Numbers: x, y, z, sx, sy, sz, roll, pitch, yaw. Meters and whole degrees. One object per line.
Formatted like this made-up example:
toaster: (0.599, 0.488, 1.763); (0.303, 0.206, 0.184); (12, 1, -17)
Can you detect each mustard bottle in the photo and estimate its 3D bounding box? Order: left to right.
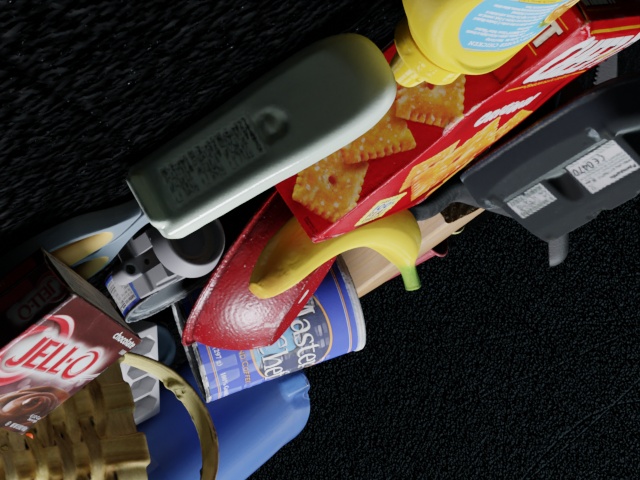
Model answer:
mustard bottle: (0.092, -0.127, 0.483); (0.096, 0.058, 0.192); (-17, 165, -40)

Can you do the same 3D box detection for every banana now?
banana: (0.020, 0.001, 0.725); (0.037, 0.069, 0.197); (-10, 174, 37)

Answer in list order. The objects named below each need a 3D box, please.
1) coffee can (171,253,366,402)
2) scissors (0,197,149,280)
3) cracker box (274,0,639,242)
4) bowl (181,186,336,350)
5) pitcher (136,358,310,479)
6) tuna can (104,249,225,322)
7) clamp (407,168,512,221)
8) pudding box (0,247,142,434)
coffee can: (-0.046, 0.065, 0.898); (0.140, 0.103, 0.103); (-18, 170, -12)
scissors: (-0.097, -0.014, 0.610); (0.201, 0.016, 0.096); (-28, 169, -25)
cracker box: (0.089, -0.094, 0.655); (0.214, 0.072, 0.163); (-37, 172, 33)
bowl: (-0.032, 0.024, 0.774); (0.162, 0.055, 0.162); (-54, 174, -9)
pitcher: (-0.130, 0.191, 1.001); (0.242, 0.145, 0.149); (-36, 149, -54)
tuna can: (-0.107, 0.021, 0.749); (0.086, 0.034, 0.086); (-32, 173, -5)
clamp: (0.093, -0.050, 0.817); (0.171, 0.120, 0.039); (-24, 163, -28)
pudding box: (-0.156, 0.058, 0.575); (0.090, 0.039, 0.113); (-37, 163, -3)
